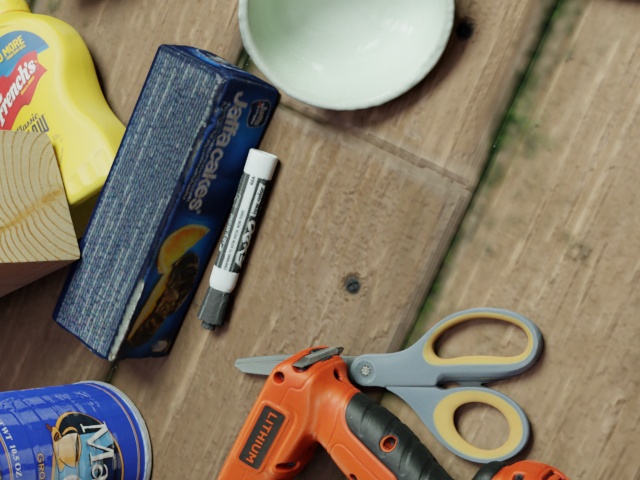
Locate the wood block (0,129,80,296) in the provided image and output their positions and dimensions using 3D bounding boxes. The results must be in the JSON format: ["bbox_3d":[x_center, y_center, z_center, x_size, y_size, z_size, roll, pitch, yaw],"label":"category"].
[{"bbox_3d":[-0.270,0.006,0.709,0.206,0.090,0.090,-22,79,30],"label":"wood block"}]

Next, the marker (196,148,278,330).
[{"bbox_3d":[-0.055,0.001,0.688,0.020,0.020,0.121,23,99,28],"label":"marker"}]

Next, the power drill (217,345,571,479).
[{"bbox_3d":[0.033,0.163,0.605,0.188,0.057,0.185,34,111,21],"label":"power drill"}]

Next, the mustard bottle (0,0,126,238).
[{"bbox_3d":[-0.197,-0.100,0.751,0.096,0.058,0.192,-37,71,28],"label":"mustard bottle"}]

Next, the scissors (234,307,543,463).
[{"bbox_3d":[0.040,0.094,0.633,0.202,0.016,0.096,-19,79,28],"label":"scissors"}]

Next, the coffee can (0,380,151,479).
[{"bbox_3d":[-0.193,0.147,0.691,0.103,0.140,0.103,-1,87,30],"label":"coffee can"}]
